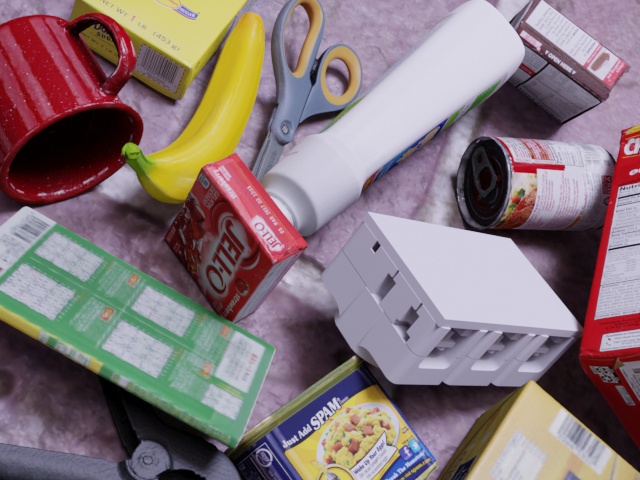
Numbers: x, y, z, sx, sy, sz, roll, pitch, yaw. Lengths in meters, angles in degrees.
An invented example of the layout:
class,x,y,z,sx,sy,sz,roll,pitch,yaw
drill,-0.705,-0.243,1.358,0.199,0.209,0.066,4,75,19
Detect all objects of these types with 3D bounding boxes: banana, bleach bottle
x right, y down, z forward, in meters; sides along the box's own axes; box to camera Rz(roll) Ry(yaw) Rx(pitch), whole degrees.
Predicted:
class,x,y,z,sx,sy,sz,roll,pitch,yaw
banana,-0.073,-0.080,0.706,0.037,0.070,0.197,14,40,10
bleach bottle,0.037,-0.074,0.745,0.068,0.103,0.250,49,59,-1

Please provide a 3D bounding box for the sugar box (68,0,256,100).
class,x,y,z,sx,sy,sz,roll,pitch,yaw
sugar box,-0.096,-0.187,0.772,0.093,0.048,0.176,32,54,-4

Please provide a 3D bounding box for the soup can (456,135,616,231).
class,x,y,z,sx,sy,sz,roll,pitch,yaw
soup can,0.162,-0.041,0.791,0.102,0.069,0.068,1,61,-25

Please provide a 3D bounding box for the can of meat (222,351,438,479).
class,x,y,z,sx,sy,sz,roll,pitch,yaw
can of meat,0.009,0.128,0.625,0.101,0.058,0.084,-31,79,-36

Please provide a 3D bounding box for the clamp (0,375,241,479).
class,x,y,z,sx,sy,sz,roll,pitch,yaw
clamp,-0.099,0.118,0.592,0.171,0.039,0.120,33,56,-4

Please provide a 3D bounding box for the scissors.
class,x,y,z,sx,sy,sz,roll,pitch,yaw
scissors,-0.013,-0.078,0.759,0.096,0.016,0.201,23,68,-41

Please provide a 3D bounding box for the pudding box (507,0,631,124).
class,x,y,z,sx,sy,sz,roll,pitch,yaw
pudding box,0.180,-0.138,0.833,0.090,0.113,0.039,36,88,-1

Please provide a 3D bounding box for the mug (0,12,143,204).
class,x,y,z,sx,sy,sz,roll,pitch,yaw
mug,-0.159,-0.089,0.645,0.093,0.117,0.081,5,48,-59

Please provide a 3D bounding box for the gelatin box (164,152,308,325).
class,x,y,z,sx,sy,sz,roll,pitch,yaw
gelatin box,-0.054,0.001,0.650,0.030,0.089,0.073,-28,76,-35
